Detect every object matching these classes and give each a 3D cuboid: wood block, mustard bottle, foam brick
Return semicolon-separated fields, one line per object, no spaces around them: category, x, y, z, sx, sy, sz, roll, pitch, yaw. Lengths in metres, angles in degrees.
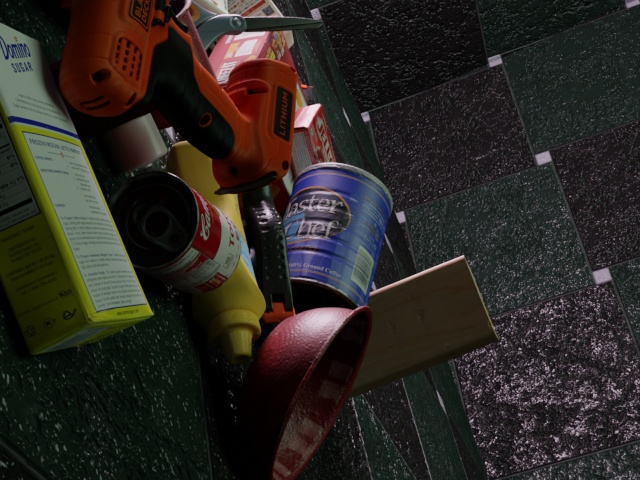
wood block;0.076;0.101;1.141;0.090;0.206;0.090;39;30;-74
mustard bottle;-0.082;0.015;0.860;0.096;0.058;0.192;84;-8;-54
foam brick;-0.144;-0.111;0.741;0.051;0.078;0.053;-86;152;-66

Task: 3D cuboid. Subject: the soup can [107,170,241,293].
soup can;-0.102;-0.003;0.758;0.102;0.068;0.068;43;25;-72

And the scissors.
scissors;-0.093;-0.197;1.053;0.016;0.201;0.096;142;-46;-62

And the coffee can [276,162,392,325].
coffee can;0.006;0.011;1.030;0.102;0.103;0.140;59;38;-45

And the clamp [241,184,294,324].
clamp;-0.056;0.001;0.947;0.165;0.036;0.210;102;-20;-47

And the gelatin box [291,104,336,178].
gelatin box;-0.007;-0.089;1.117;0.073;0.030;0.089;-66;145;-62

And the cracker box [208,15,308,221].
cracker box;-0.059;-0.106;1.139;0.164;0.072;0.213;-76;152;-53

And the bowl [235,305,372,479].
bowl;-0.020;0.113;0.842;0.055;0.162;0.162;26;-3;16

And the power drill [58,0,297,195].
power drill;-0.088;-0.129;0.695;0.187;0.057;0.184;38;49;-46

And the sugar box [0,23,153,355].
sugar box;-0.154;-0.030;0.575;0.176;0.048;0.093;64;8;5
